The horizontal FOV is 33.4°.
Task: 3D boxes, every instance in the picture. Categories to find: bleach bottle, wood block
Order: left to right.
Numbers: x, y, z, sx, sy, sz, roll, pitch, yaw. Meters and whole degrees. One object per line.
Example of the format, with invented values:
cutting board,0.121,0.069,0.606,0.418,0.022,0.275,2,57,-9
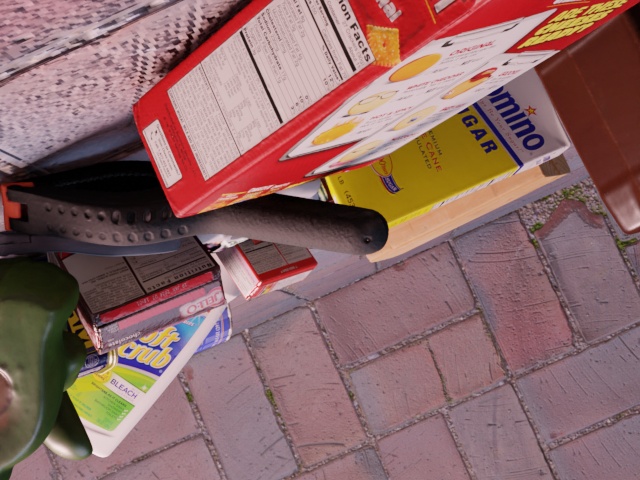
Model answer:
bleach bottle,-0.155,0.071,0.967,0.251,0.102,0.068,-52,-166,6
wood block,0.133,-0.062,1.087,0.206,0.091,0.090,-27,173,29

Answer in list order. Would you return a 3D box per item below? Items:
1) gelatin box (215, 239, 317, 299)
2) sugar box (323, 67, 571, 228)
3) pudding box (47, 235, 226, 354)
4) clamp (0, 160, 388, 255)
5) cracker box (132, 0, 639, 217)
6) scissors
gelatin box,-0.056,0.001,0.911,0.073,0.089,0.030,-17,156,-48
sugar box,0.087,-0.074,0.798,0.176,0.093,0.048,-25,174,-1
pudding box,-0.126,0.016,0.713,0.090,0.114,0.039,-21,133,-20
clamp,-0.075,-0.028,0.623,0.210,0.036,0.164,-1,-160,-5
cracker box,0.035,-0.096,0.513,0.214,0.072,0.163,-31,172,42
scissors,-0.162,0.002,0.607,0.096,0.016,0.201,4,-173,33
